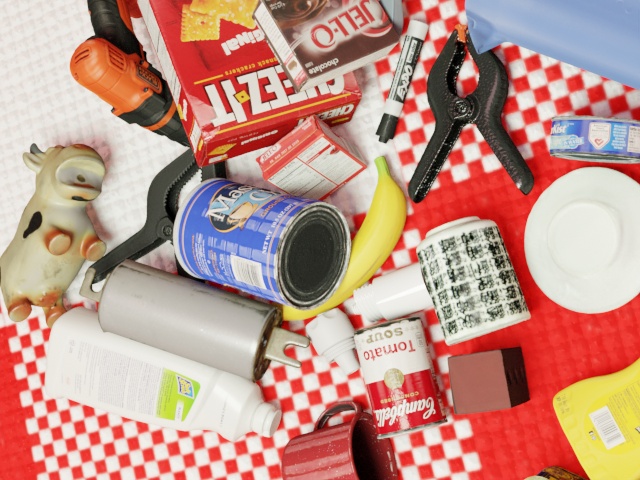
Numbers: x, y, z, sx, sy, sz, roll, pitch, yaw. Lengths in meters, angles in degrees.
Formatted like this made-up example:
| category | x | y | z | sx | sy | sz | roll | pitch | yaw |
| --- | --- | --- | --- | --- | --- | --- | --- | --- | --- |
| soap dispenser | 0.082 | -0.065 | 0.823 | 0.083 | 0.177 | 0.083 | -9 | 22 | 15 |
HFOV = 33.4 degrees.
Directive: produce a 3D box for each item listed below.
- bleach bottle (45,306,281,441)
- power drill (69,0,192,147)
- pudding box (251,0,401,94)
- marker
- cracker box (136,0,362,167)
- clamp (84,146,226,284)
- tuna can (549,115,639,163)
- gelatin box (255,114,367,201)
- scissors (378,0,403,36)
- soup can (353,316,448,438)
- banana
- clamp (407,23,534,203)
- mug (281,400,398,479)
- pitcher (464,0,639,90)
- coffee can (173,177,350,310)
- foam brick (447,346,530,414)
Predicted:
| category | x | y | z | sx | sy | sz | roll | pitch | yaw |
| --- | --- | --- | --- | --- | --- | --- | --- | --- | --- |
| bleach bottle | -0.160 | 0.152 | 1.097 | 0.251 | 0.068 | 0.103 | 18 | 114 | 17 |
| power drill | -0.185 | -0.197 | 1.085 | 0.057 | 0.184 | 0.188 | -27 | 58 | 20 |
| pudding box | 0.005 | -0.198 | 0.990 | 0.113 | 0.039 | 0.090 | -28 | 83 | -25 |
| marker | 0.078 | -0.153 | 1.034 | 0.020 | 0.020 | 0.121 | 19 | 95 | 22 |
| cracker box | -0.075 | -0.199 | 1.032 | 0.164 | 0.072 | 0.214 | -19 | 78 | -14 |
| clamp | -0.160 | -0.009 | 1.118 | 0.165 | 0.036 | 0.210 | 20 | 99 | 21 |
| tuna can | 0.243 | -0.087 | 0.928 | 0.086 | 0.086 | 0.034 | 6 | 92 | 23 |
| gelatin box | -0.008 | -0.075 | 1.028 | 0.073 | 0.089 | 0.030 | -36 | 56 | 17 |
| scissors | 0.077 | -0.234 | 0.981 | 0.202 | 0.016 | 0.096 | -9 | 105 | 60 |
| soup can | 0.074 | 0.128 | 0.999 | 0.069 | 0.068 | 0.102 | -17 | 81 | 21 |
| banana | 0.027 | 0.015 | 1.043 | 0.198 | 0.037 | 0.070 | -53 | 50 | 10 |
| clamp | 0.146 | -0.115 | 0.994 | 0.120 | 0.039 | 0.171 | 6 | 90 | 21 |
| mug | 0.016 | 0.207 | 1.016 | 0.082 | 0.093 | 0.117 | -20 | 50 | 25 |
| pitcher | 0.259 | -0.209 | 0.906 | 0.243 | 0.144 | 0.149 | 27 | 140 | 18 |
| coffee can | -0.057 | 0.001 | 1.019 | 0.141 | 0.102 | 0.103 | 15 | 94 | 40 |
| foam brick | 0.152 | 0.125 | 0.961 | 0.051 | 0.078 | 0.053 | -11 | 84 | 23 |
